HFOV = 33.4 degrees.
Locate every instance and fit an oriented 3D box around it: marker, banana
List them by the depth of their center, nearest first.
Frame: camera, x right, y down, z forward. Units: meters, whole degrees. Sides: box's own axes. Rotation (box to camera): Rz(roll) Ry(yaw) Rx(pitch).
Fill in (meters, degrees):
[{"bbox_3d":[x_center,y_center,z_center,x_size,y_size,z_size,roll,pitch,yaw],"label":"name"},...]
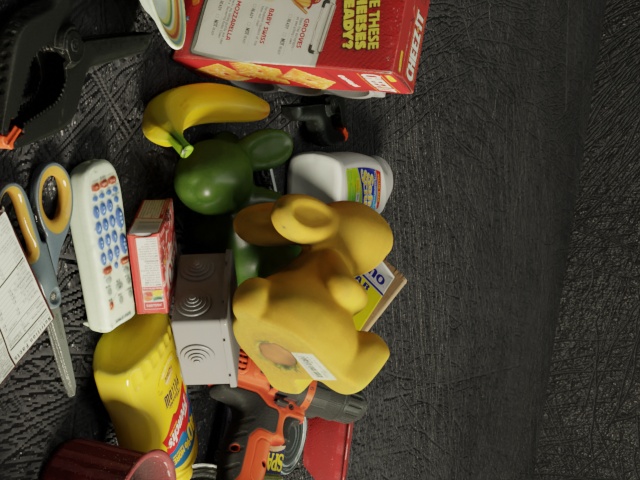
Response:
[{"bbox_3d":[-0.108,-0.111,0.950,0.037,0.069,0.197,-53,176,26],"label":"banana"},{"bbox_3d":[-0.055,-0.049,1.150,0.020,0.020,0.121,-59,148,-43],"label":"marker"}]

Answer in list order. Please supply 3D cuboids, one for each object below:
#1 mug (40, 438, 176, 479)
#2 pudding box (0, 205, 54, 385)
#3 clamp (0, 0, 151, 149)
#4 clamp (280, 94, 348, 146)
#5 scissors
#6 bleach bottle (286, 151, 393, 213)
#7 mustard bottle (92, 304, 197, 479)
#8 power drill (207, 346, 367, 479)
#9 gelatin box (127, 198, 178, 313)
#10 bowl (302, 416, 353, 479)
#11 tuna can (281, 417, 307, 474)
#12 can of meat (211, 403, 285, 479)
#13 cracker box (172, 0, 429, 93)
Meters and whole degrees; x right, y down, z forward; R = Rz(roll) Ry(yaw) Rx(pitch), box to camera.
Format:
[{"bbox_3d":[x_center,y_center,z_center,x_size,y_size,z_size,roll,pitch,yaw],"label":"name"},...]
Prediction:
[{"bbox_3d":[-0.181,0.213,0.864,0.117,0.082,0.093,-37,131,-59],"label":"mug"},{"bbox_3d":[-0.237,0.043,0.734,0.090,0.039,0.113,-60,151,-42],"label":"pudding box"},{"bbox_3d":[-0.194,-0.153,0.770,0.164,0.036,0.209,75,29,-42],"label":"clamp"},{"bbox_3d":[0.000,-0.169,1.215,0.171,0.039,0.120,44,61,-70],"label":"clamp"},{"bbox_3d":[-0.205,0.024,0.831,0.202,0.016,0.096,76,32,-42],"label":"scissors"},{"bbox_3d":[0.037,-0.069,1.306,0.250,0.068,0.102,-25,120,-66],"label":"bleach bottle"},{"bbox_3d":[-0.148,0.158,0.951,0.096,0.058,0.191,-71,158,-52],"label":"mustard bottle"},{"bbox_3d":[-0.037,0.195,0.990,0.184,0.057,0.187,21,53,-26],"label":"power drill"},{"bbox_3d":[-0.141,0.012,0.916,0.089,0.030,0.073,-91,178,-69],"label":"gelatin box"},{"bbox_3d":[0.012,0.236,1.322,0.162,0.055,0.162,7,89,-86],"label":"bowl"},{"bbox_3d":[-0.047,0.228,1.243,0.086,0.034,0.086,8,90,-67],"label":"tuna can"},{"bbox_3d":[-0.073,0.212,1.150,0.102,0.057,0.084,34,63,-65],"label":"can of meat"},{"bbox_3d":[-0.012,-0.222,0.944,0.072,0.214,0.164,22,77,-66],"label":"cracker box"}]
